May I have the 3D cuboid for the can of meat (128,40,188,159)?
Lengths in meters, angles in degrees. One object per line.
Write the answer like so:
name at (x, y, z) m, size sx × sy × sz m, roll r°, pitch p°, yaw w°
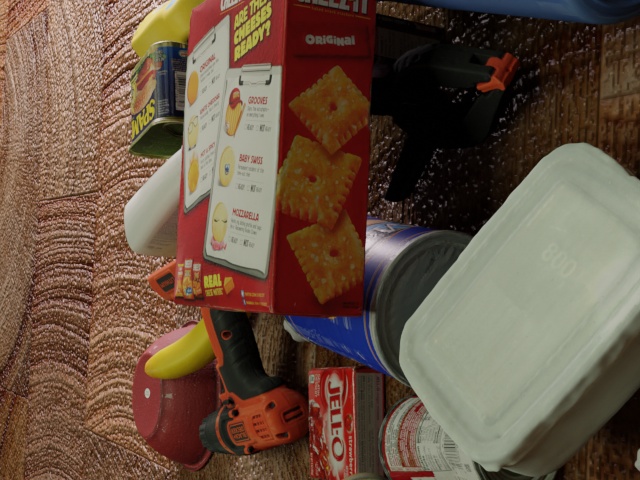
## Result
can of meat at (-0.149, -0.135, 1.039) m, size 0.102 × 0.057 × 0.084 m, roll -28°, pitch 62°, yaw 59°

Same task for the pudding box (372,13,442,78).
pudding box at (0.025, -0.131, 0.796) m, size 0.114 × 0.089 × 0.039 m, roll -25°, pitch 64°, yaw 58°

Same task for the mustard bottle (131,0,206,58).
mustard bottle at (-0.119, -0.237, 1.077) m, size 0.058 × 0.096 × 0.192 m, roll 54°, pitch 151°, yaw -11°

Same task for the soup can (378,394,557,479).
soup can at (0.091, 0.128, 0.667) m, size 0.102 × 0.068 × 0.068 m, roll -18°, pitch 71°, yaw 59°

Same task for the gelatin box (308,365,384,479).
gelatin box at (0.019, 0.143, 0.836) m, size 0.073 × 0.030 × 0.089 m, roll -14°, pitch 74°, yaw 60°

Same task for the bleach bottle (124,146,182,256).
bleach bottle at (-0.104, -0.051, 1.000) m, size 0.251 × 0.102 × 0.068 m, roll -34°, pitch 62°, yaw 58°

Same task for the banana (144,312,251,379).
banana at (-0.107, 0.076, 1.042) m, size 0.070 × 0.037 × 0.198 m, roll 46°, pitch 117°, yaw 30°

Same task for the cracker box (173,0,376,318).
cracker box at (-0.032, -0.059, 0.697) m, size 0.164 × 0.072 × 0.214 m, roll -3°, pitch 83°, yaw 62°

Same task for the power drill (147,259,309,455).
power drill at (-0.089, 0.103, 0.959) m, size 0.185 × 0.057 × 0.187 m, roll -28°, pitch 86°, yaw 57°

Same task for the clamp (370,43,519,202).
clamp at (0.057, -0.094, 0.727) m, size 0.172 × 0.120 × 0.039 m, roll -34°, pitch 26°, yaw 51°

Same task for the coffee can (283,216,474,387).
coffee can at (0.045, 0.037, 0.726) m, size 0.140 × 0.102 × 0.103 m, roll 14°, pitch 99°, yaw 61°

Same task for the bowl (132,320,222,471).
bowl at (-0.160, 0.165, 1.138) m, size 0.162 × 0.055 × 0.162 m, roll -13°, pitch 75°, yaw 60°
